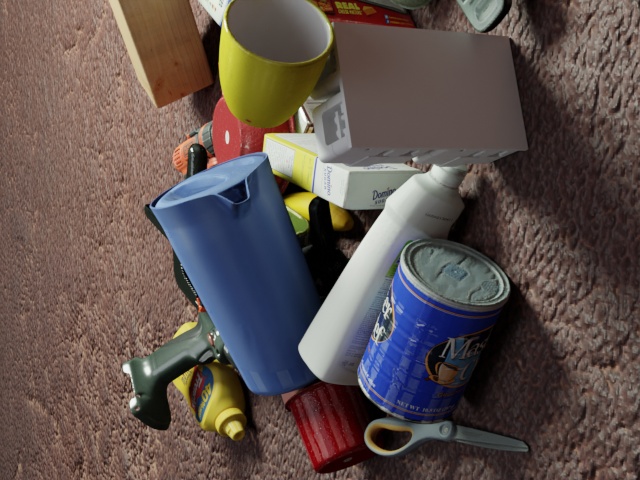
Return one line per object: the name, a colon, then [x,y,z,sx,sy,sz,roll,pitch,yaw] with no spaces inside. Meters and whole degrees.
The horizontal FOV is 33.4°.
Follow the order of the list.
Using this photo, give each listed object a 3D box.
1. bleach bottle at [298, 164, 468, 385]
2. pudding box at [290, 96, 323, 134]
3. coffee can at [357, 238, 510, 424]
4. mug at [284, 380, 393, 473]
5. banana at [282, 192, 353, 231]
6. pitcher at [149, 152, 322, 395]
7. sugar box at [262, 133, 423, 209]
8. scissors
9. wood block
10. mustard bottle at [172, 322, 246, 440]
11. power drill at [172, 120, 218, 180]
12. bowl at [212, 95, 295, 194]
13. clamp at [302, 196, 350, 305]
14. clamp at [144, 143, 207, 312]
bleach bottle: [0.075,0.029,1.044,0.068,0.102,0.251,50,121,39]
pudding box: [-0.030,-0.143,1.254,0.113,0.039,0.090,66,146,36]
coffee can: [0.103,0.084,0.987,0.103,0.102,0.140,53,135,44]
mug: [0.028,0.194,1.146,0.117,0.093,0.081,-29,67,16]
banana: [-0.023,-0.024,1.256,0.069,0.037,0.198,59,149,-3]
pitcher: [-0.076,0.036,1.142,0.145,0.149,0.243,-16,107,23]
sugar box: [0.019,-0.074,1.123,0.176,0.093,0.048,34,121,54]
scissors: [0.121,0.168,1.040,0.202,0.016,0.096,-18,55,43]
wood block: [-0.221,-0.295,1.424,0.091,0.090,0.206,53,164,43]
mustard bottle: [-0.149,0.203,1.453,0.192,0.058,0.096,50,126,45]
power drill: [-0.134,-0.065,1.416,0.185,0.057,0.187,-23,71,57]
bowl: [-0.087,-0.125,1.261,0.162,0.055,0.162,22,115,61]
clamp: [0.023,0.032,1.158,0.120,0.039,0.172,40,148,13]
clamp: [-0.175,0.001,1.391,0.165,0.036,0.210,-36,62,50]
